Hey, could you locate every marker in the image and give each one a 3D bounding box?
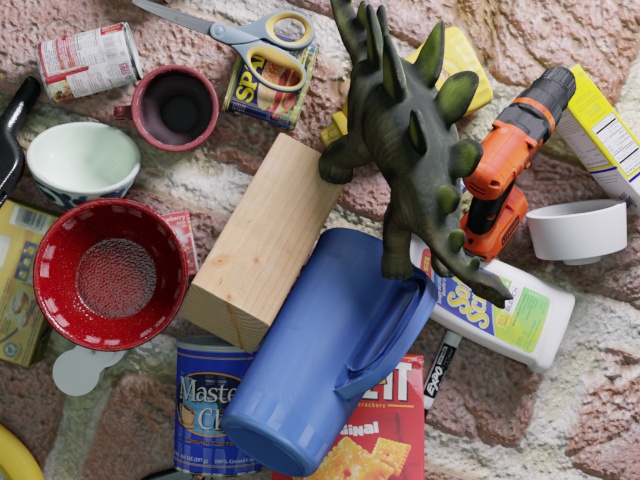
[{"bbox_3d":[0.130,0.161,1.221,0.020,0.020,0.121,23,91,-2],"label":"marker"}]

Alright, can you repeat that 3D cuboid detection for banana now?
[{"bbox_3d":[-0.368,0.243,1.200,0.069,0.037,0.198,-38,92,-1],"label":"banana"}]

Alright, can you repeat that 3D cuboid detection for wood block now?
[{"bbox_3d":[-0.057,0.002,1.131,0.090,0.091,0.206,29,61,-2],"label":"wood block"}]

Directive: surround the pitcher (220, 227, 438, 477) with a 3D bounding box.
[{"bbox_3d":[0.009,0.115,1.089,0.145,0.149,0.242,28,64,8],"label":"pitcher"}]

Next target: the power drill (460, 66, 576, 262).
[{"bbox_3d":[0.200,-0.076,1.128,0.057,0.188,0.184,33,62,19],"label":"power drill"}]

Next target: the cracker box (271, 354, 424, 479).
[{"bbox_3d":[0.029,0.228,1.153,0.164,0.072,0.213,3,65,-2],"label":"cracker box"}]

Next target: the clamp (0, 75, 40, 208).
[{"bbox_3d":[-0.353,-0.109,1.162,0.120,0.039,0.171,-21,63,0],"label":"clamp"}]

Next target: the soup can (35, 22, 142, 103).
[{"bbox_3d":[-0.254,-0.196,1.176,0.102,0.068,0.068,-15,92,-2],"label":"soup can"}]

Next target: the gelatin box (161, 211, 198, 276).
[{"bbox_3d":[-0.187,0.010,1.202,0.089,0.030,0.073,-10,92,-2],"label":"gelatin box"}]

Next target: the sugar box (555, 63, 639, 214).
[{"bbox_3d":[0.312,-0.109,1.181,0.048,0.093,0.176,-41,93,-2],"label":"sugar box"}]

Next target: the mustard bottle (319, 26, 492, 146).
[{"bbox_3d":[0.088,-0.155,1.191,0.191,0.058,0.096,-27,88,0],"label":"mustard bottle"}]

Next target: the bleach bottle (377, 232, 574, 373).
[{"bbox_3d":[0.150,0.058,1.198,0.251,0.068,0.102,21,91,0],"label":"bleach bottle"}]

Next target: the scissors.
[{"bbox_3d":[-0.092,-0.236,1.145,0.201,0.016,0.096,35,87,-6],"label":"scissors"}]

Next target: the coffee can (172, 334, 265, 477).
[{"bbox_3d":[-0.109,0.179,1.173,0.103,0.103,0.140,2,92,-2],"label":"coffee can"}]

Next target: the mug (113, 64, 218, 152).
[{"bbox_3d":[-0.168,-0.140,1.172,0.117,0.081,0.093,-5,92,-2],"label":"mug"}]

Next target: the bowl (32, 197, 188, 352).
[{"bbox_3d":[-0.220,0.038,1.136,0.162,0.055,0.162,0,84,-3],"label":"bowl"}]

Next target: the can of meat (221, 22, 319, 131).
[{"bbox_3d":[-0.055,-0.180,1.188,0.084,0.057,0.102,18,91,-4],"label":"can of meat"}]
